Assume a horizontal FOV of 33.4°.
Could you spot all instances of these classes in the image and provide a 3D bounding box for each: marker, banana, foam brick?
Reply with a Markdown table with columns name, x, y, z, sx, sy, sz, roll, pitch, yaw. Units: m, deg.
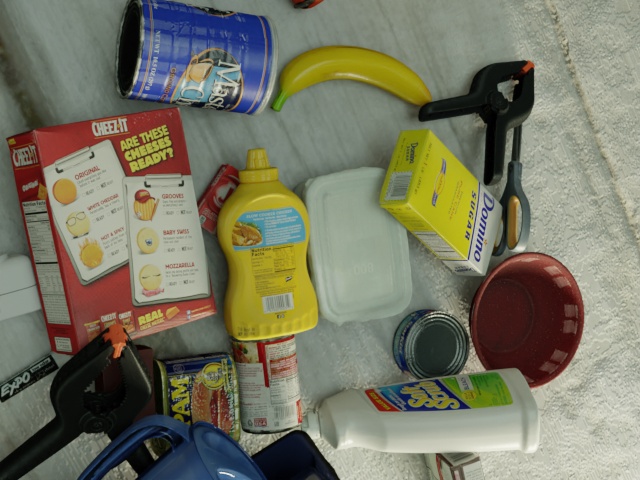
| name | x | y | z | sx | sy | sz | roll | pitch | yaw |
| --- | --- | --- | --- | --- | --- | --- | --- | --- | --- |
| marker | -0.302 | 0.143 | 1.052 | 0.121 | 0.020 | 0.020 | -32 | 104 | -19 |
| banana | 0.035 | -0.181 | 1.178 | 0.197 | 0.037 | 0.070 | -4 | 113 | -22 |
| foam brick | -0.199 | 0.147 | 1.080 | 0.052 | 0.051 | 0.078 | -4 | 94 | -23 |

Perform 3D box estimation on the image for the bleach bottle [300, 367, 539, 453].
| name | x | y | z | sx | sy | sz | roll | pitch | yaw |
| --- | --- | --- | --- | --- | --- | --- | --- | --- | --- |
| bleach bottle | 0.104 | 0.195 | 1.166 | 0.250 | 0.102 | 0.068 | -5 | 116 | -4 |

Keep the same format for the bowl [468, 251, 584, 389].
| name | x | y | z | sx | sy | sz | roll | pitch | yaw |
| --- | --- | --- | --- | --- | --- | --- | --- | --- | --- |
| bowl | 0.232 | 0.092 | 1.261 | 0.161 | 0.055 | 0.162 | -2 | 94 | -25 |

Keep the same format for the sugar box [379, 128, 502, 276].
| name | x | y | z | sx | sy | sz | roll | pitch | yaw |
| --- | --- | --- | --- | --- | --- | --- | --- | --- | --- |
| sugar box | 0.137 | -0.039 | 1.180 | 0.176 | 0.048 | 0.093 | 36 | 64 | -41 |

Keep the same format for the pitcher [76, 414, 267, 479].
| name | x | y | z | sx | sy | sz | roll | pitch | yaw |
| --- | --- | --- | --- | --- | --- | --- | --- | --- | --- |
| pitcher | -0.170 | 0.289 | 1.026 | 0.243 | 0.149 | 0.144 | -40 | 151 | 7 |

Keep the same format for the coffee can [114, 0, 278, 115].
| name | x | y | z | sx | sy | sz | roll | pitch | yaw |
| --- | --- | --- | --- | --- | --- | --- | --- | --- | --- |
| coffee can | -0.125 | -0.184 | 1.069 | 0.140 | 0.103 | 0.103 | 5 | 90 | -24 |

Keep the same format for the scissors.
| name | x | y | z | sx | sy | sz | roll | pitch | yaw |
| --- | --- | --- | --- | --- | --- | --- | --- | --- | --- |
| scissors | 0.221 | -0.067 | 1.263 | 0.016 | 0.096 | 0.201 | 13 | 56 | -16 |

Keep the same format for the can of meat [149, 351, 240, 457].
| name | x | y | z | sx | sy | sz | roll | pitch | yaw |
| --- | --- | --- | --- | --- | --- | --- | --- | --- | --- |
| can of meat | -0.132 | 0.168 | 1.108 | 0.083 | 0.058 | 0.102 | -4 | 94 | -26 |

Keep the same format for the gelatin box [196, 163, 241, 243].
| name | x | y | z | sx | sy | sz | roll | pitch | yaw |
| --- | --- | --- | --- | --- | --- | --- | --- | --- | --- |
| gelatin box | -0.086 | -0.028 | 1.132 | 0.089 | 0.030 | 0.073 | 37 | 78 | -21 |

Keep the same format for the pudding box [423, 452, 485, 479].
| name | x | y | z | sx | sy | sz | roll | pitch | yaw |
| --- | --- | --- | --- | --- | --- | --- | --- | --- | --- |
| pudding box | 0.153 | 0.272 | 1.205 | 0.039 | 0.113 | 0.090 | -16 | 100 | -9 |

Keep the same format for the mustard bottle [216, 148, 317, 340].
| name | x | y | z | sx | sy | sz | roll | pitch | yaw |
| --- | --- | --- | --- | --- | --- | --- | --- | --- | --- |
| mustard bottle | -0.057 | 0.001 | 1.097 | 0.096 | 0.058 | 0.191 | -8 | 98 | -20 |

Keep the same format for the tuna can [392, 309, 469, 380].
| name | x | y | z | sx | sy | sz | roll | pitch | yaw |
| --- | --- | --- | --- | --- | --- | --- | --- | --- | --- |
| tuna can | 0.127 | 0.122 | 1.230 | 0.086 | 0.034 | 0.086 | -1 | 93 | -24 |

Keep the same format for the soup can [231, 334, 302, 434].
| name | x | y | z | sx | sy | sz | roll | pitch | yaw |
| --- | --- | --- | --- | --- | --- | --- | --- | --- | --- |
| soup can | -0.056 | 0.148 | 1.133 | 0.068 | 0.069 | 0.102 | -8 | 96 | -23 |

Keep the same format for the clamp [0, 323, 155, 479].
| name | x | y | z | sx | sy | sz | roll | pitch | yaw |
| --- | --- | --- | --- | --- | --- | --- | --- | --- | --- |
| clamp | -0.222 | 0.166 | 1.005 | 0.164 | 0.036 | 0.210 | -1 | 128 | -20 |

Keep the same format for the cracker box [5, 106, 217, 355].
| name | x | y | z | sx | sy | sz | roll | pitch | yaw |
| --- | --- | --- | --- | --- | --- | --- | --- | --- | --- |
| cracker box | -0.201 | -0.011 | 1.042 | 0.163 | 0.072 | 0.214 | -16 | 98 | -41 |

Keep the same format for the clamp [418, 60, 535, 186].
| name | x | y | z | sx | sy | sz | roll | pitch | yaw |
| --- | --- | --- | --- | --- | --- | --- | --- | --- | --- |
| clamp | 0.188 | -0.156 | 1.229 | 0.120 | 0.039 | 0.171 | 39 | 59 | -13 |
